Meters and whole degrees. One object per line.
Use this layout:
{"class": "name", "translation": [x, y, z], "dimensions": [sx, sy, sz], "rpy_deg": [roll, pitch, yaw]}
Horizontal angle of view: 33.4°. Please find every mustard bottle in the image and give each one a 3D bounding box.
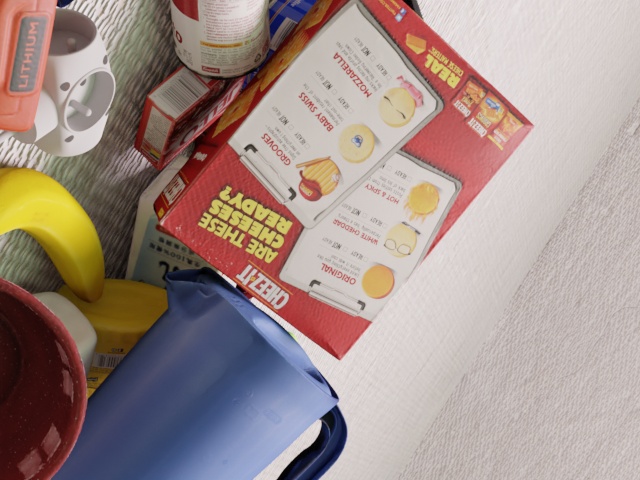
{"class": "mustard bottle", "translation": [-0.169, 0.117, 0.838], "dimensions": [0.096, 0.058, 0.192], "rpy_deg": [4, 130, -18]}

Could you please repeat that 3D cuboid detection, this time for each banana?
{"class": "banana", "translation": [-0.179, -0.006, 0.680], "dimensions": [0.197, 0.037, 0.069], "rpy_deg": [42, 64, -75]}

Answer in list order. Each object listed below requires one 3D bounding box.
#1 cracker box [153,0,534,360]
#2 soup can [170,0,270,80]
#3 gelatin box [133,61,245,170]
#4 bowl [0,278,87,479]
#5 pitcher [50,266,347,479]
{"class": "cracker box", "translation": [0.014, -0.053, 0.737], "dimensions": [0.214, 0.164, 0.072], "rpy_deg": [-50, -161, 3]}
{"class": "soup can", "translation": [-0.064, -0.163, 0.690], "dimensions": [0.068, 0.068, 0.102], "rpy_deg": [-47, 159, -30]}
{"class": "gelatin box", "translation": [-0.089, -0.100, 0.756], "dimensions": [0.089, 0.030, 0.073], "rpy_deg": [-46, 176, -29]}
{"class": "bowl", "translation": [-0.219, 0.082, 0.621], "dimensions": [0.162, 0.162, 0.055], "rpy_deg": [-61, -159, 10]}
{"class": "pitcher", "translation": [-0.106, 0.152, 0.743], "dimensions": [0.243, 0.149, 0.145], "rpy_deg": [-46, 160, 0]}
